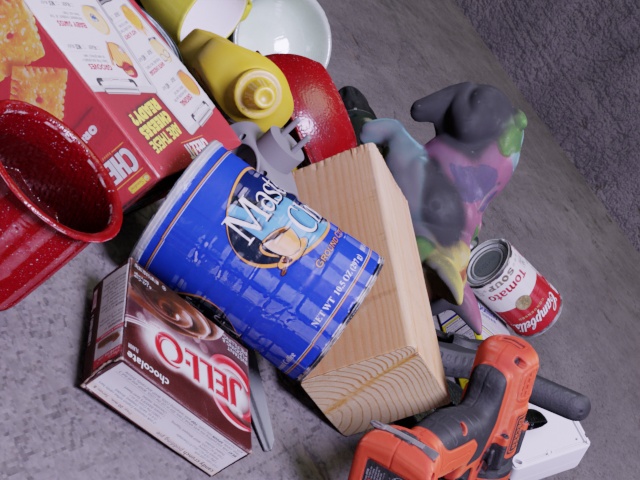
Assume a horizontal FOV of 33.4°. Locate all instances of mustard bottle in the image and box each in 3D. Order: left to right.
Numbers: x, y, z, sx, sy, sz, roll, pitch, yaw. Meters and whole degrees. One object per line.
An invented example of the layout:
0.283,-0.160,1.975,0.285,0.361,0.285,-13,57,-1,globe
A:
-0.070,-0.136,0.926,0.096,0.058,0.192,44,0,-22,mustard bottle

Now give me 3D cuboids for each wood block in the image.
0.030,0.035,0.846,0.090,0.091,0.206,55,21,-46,wood block

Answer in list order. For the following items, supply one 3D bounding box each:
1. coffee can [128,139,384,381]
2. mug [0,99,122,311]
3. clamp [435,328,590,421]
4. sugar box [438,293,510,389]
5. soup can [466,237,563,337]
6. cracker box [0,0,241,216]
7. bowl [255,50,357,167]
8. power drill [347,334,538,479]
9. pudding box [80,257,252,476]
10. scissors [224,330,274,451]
-0.043,0.014,0.718,0.140,0.103,0.102,35,22,-2,coffee can
-0.172,-0.024,0.580,0.093,0.082,0.117,24,35,-52,mug
0.132,0.108,0.964,0.209,0.036,0.165,17,7,-26,clamp
0.178,0.133,1.132,0.093,0.048,0.176,41,19,-30,sugar box
0.212,0.052,1.182,0.102,0.069,0.068,41,23,-28,soup can
-0.170,-0.124,0.767,0.213,0.072,0.164,53,21,-1,cracker box
-0.007,-0.122,1.048,0.162,0.055,0.162,157,-91,-87,bowl
0.084,0.170,0.756,0.057,0.184,0.187,22,23,28,power drill
-0.090,0.078,0.650,0.113,0.039,0.090,41,23,-30,pudding box
-0.048,0.048,0.772,0.096,0.016,0.202,-18,67,-33,scissors
